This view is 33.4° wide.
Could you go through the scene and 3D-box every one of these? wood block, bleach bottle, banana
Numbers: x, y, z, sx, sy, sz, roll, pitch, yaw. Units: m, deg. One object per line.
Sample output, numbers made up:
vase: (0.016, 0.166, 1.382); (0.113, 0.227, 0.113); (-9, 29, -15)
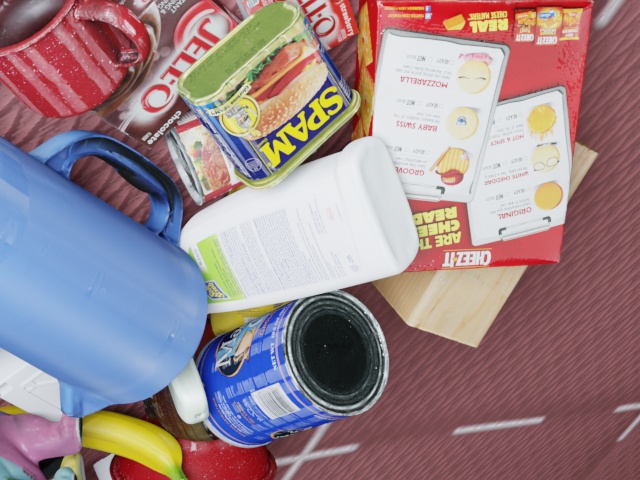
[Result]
wood block: (0.142, -0.021, 0.960); (0.090, 0.091, 0.206); (20, 108, -33)
bleach bottle: (-0.055, 0.001, 0.819); (0.251, 0.102, 0.068); (-14, -165, 31)
banana: (-0.206, 0.173, 0.951); (0.198, 0.069, 0.037); (13, 98, 2)

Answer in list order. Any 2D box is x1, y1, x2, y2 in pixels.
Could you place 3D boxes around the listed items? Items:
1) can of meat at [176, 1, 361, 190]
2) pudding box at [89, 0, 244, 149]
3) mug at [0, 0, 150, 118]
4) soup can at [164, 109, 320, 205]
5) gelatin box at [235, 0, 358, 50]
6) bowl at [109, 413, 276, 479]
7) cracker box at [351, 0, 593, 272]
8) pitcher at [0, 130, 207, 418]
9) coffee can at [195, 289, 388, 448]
can of meat: (-0.035, -0.100, 0.725); (0.102, 0.058, 0.084); (-43, 128, -9)
pudding box: (-0.112, -0.127, 0.727); (0.113, 0.039, 0.090); (-42, 144, 11)
mug: (-0.155, -0.126, 0.639); (0.117, 0.093, 0.081); (5, 157, 21)
soup can: (-0.059, -0.078, 0.802); (0.102, 0.068, 0.068); (-25, 144, -13)
gelatin box: (-0.018, -0.167, 0.762); (0.073, 0.030, 0.089); (-31, 145, -5)
bowl: (-0.121, 0.194, 1.027); (0.161, 0.162, 0.055); (-7, 109, -32)
cracker box: (0.110, -0.087, 0.826); (0.164, 0.072, 0.214); (-3, 115, -9)
pitcher: (-0.185, 0.007, 0.716); (0.145, 0.149, 0.242); (-27, 148, 12)
coffee can: (-0.027, 0.107, 0.876); (0.102, 0.103, 0.141); (0, 162, -38)
